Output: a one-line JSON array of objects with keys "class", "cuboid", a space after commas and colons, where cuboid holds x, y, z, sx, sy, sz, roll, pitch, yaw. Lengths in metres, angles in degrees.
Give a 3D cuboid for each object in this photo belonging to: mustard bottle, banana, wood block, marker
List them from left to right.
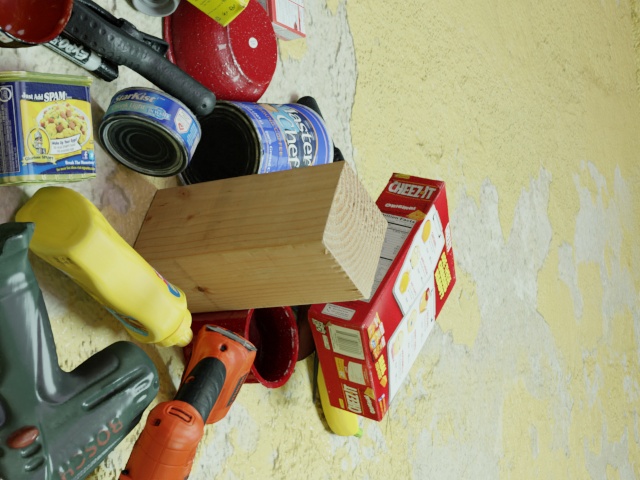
[{"class": "marker", "cuboid": [-0.215, -0.165, 0.911, 0.121, 0.020, 0.020, 28, 60, -55]}, {"class": "mustard bottle", "cuboid": [-0.164, 0.035, 0.886, 0.058, 0.096, 0.191, -52, 136, -13]}, {"class": "wood block", "cuboid": [-0.057, 0.002, 0.965, 0.090, 0.206, 0.090, 53, 42, -41]}, {"class": "banana", "cuboid": [0.015, 0.147, 1.238, 0.069, 0.037, 0.198, -58, 139, -78]}]

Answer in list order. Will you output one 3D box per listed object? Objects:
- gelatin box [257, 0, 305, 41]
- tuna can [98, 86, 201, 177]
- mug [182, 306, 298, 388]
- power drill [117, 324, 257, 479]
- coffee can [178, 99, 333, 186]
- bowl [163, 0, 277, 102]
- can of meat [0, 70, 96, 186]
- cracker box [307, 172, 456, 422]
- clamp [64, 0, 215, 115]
[{"class": "gelatin box", "cuboid": [-0.049, -0.270, 1.206, 0.089, 0.030, 0.073, 2, 82, -66]}, {"class": "tuna can", "cuboid": [-0.151, -0.094, 0.942, 0.086, 0.086, 0.033, 53, 43, -41]}, {"class": "mug", "cuboid": [-0.073, 0.103, 1.042, 0.117, 0.082, 0.093, 41, 51, -50]}, {"class": "power drill", "cuboid": [-0.122, 0.173, 0.915, 0.185, 0.057, 0.187, -63, -179, 31]}, {"class": "coffee can", "cuboid": [-0.065, -0.089, 1.073, 0.140, 0.103, 0.103, -10, 93, -60]}, {"class": "bowl", "cuboid": [-0.091, -0.201, 1.098, 0.161, 0.055, 0.162, 17, 71, -58]}, {"class": "can of meat", "cuboid": [-0.224, -0.087, 0.842, 0.101, 0.058, 0.084, -9, 94, -60]}, {"class": "cracker box", "cuboid": [0.070, 0.058, 1.140, 0.213, 0.072, 0.164, -58, 150, -35]}, {"class": "clamp", "cuboid": [-0.165, -0.166, 0.927, 0.171, 0.120, 0.039, 18, 108, -54]}]
